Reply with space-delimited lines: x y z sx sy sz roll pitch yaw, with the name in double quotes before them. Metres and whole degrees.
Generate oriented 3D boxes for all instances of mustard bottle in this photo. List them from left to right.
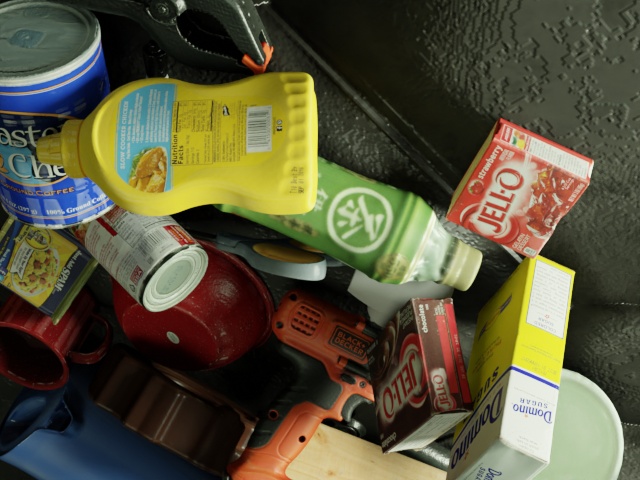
"mustard bottle" -0.099 -0.065 0.730 0.191 0.096 0.058 -1 163 4

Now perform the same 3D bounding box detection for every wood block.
"wood block" 0.038 0.248 0.992 0.206 0.090 0.091 22 144 -7

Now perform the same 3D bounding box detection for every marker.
"marker" -0.123 -0.101 0.813 0.020 0.020 0.121 14 136 10

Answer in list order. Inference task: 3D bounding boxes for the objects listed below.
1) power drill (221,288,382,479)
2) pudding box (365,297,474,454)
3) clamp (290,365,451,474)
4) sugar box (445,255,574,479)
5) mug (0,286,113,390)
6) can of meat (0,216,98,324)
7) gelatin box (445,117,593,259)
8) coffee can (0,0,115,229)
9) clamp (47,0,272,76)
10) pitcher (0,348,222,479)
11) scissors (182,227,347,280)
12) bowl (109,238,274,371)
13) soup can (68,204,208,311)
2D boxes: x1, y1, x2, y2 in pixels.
"power drill" 0.015 0.157 0.902 0.184 0.187 0.057 27 174 -3
"pudding box" 0.073 0.105 0.815 0.039 0.090 0.114 0 154 -15
"clamp" 0.023 0.170 1.006 0.165 0.036 0.210 -15 129 33
"sugar box" 0.139 0.103 0.786 0.048 0.176 0.093 26 138 -3
"mug" -0.251 0.083 1.005 0.117 0.081 0.093 11 136 14
"can of meat" -0.238 0.010 0.933 0.084 0.057 0.102 35 118 -8
"gelatin box" 0.139 -0.035 0.757 0.073 0.030 0.089 25 137 -1
"coffee can" -0.204 -0.094 0.794 0.103 0.102 0.140 11 136 13
"clamp" -0.103 -0.174 0.718 0.171 0.039 0.120 25 142 -10
"pitcher" -0.204 0.222 1.103 0.242 0.149 0.145 40 120 -22
"scissors" -0.056 0.001 0.877 0.202 0.096 0.016 18 108 47
"bowl" -0.124 0.067 0.955 0.162 0.055 0.162 12 136 12
"soup can" -0.147 0.000 0.858 0.102 0.068 0.068 42 143 25
